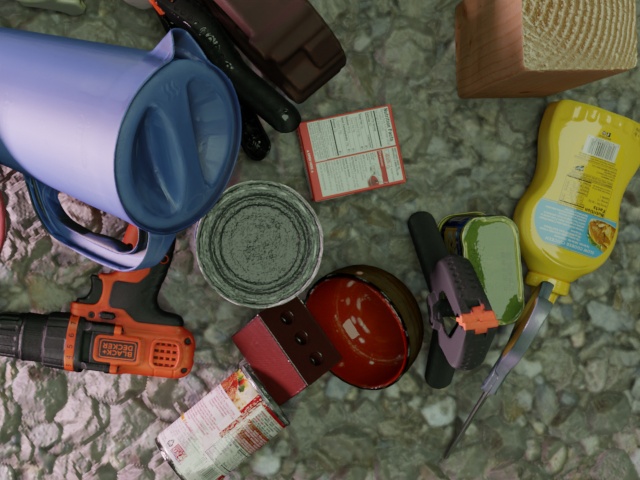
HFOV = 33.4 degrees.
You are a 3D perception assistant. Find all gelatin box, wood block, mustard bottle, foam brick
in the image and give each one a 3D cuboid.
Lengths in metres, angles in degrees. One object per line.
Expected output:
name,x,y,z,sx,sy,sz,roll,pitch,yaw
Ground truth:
gelatin box,0.028,-0.079,0.972,0.089,0.030,0.073,-13,92,-6
wood block,0.182,-0.174,0.898,0.090,0.206,0.090,-2,92,-7
mustard bottle,0.229,-0.026,0.982,0.096,0.058,0.191,17,89,-13
foam brick,-0.030,0.096,0.943,0.052,0.051,0.078,-33,85,-45

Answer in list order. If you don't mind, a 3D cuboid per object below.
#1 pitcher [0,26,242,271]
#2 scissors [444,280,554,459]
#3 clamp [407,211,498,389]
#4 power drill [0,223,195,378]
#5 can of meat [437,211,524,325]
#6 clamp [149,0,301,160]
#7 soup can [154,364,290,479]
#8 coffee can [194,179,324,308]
pitcher,-0.193,-0.088,0.842,0.243,0.145,0.149,18,62,34
scissors,0.164,0.112,0.967,0.016,0.202,0.096,29,44,6
clamp,0.108,0.048,0.903,0.036,0.210,0.164,-8,86,-5
power drill,-0.194,0.024,0.937,0.184,0.057,0.188,7,92,-7
can of meat,0.144,0.025,0.961,0.057,0.084,0.102,-6,92,-7
clamp,-0.079,-0.145,0.905,0.039,0.120,0.171,-43,104,-24
soup can,-0.087,0.168,0.946,0.102,0.068,0.068,-39,95,-4
coffee can,-0.056,0.001,0.908,0.102,0.140,0.103,0,92,-7
